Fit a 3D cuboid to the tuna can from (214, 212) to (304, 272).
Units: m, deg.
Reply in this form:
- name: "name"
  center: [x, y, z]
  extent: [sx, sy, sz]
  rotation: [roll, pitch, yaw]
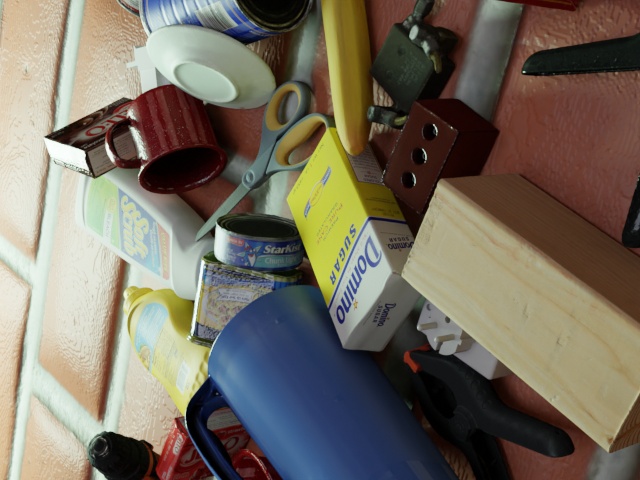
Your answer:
- name: "tuna can"
  center: [-0.057, 0.001, 0.999]
  extent: [0.086, 0.085, 0.034]
  rotation: [23, 112, 45]

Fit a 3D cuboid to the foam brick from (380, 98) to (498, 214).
- name: "foam brick"
  center: [0.094, -0.067, 0.848]
  extent: [0.053, 0.051, 0.078]
  rotation: [43, 124, 36]

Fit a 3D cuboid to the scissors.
- name: "scissors"
  center: [-0.063, -0.080, 1.028]
  extent: [0.202, 0.016, 0.096]
  rotation: [-28, 66, 36]

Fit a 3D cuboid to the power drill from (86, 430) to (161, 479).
- name: "power drill"
  center: [-0.160, 0.286, 1.100]
  extent: [0.057, 0.184, 0.188]
  rotation: [-36, 63, -2]

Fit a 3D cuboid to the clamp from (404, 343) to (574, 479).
- name: "clamp"
  center: [0.124, 0.154, 0.848]
  extent: [0.172, 0.039, 0.120]
  rotation: [44, 130, 44]

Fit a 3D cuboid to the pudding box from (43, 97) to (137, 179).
- name: "pudding box"
  center: [-0.228, -0.114, 1.160]
  extent: [0.090, 0.113, 0.039]
  rotation: [19, 135, 46]

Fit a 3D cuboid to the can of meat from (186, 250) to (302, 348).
- name: "can of meat"
  center: [-0.071, 0.062, 1.021]
  extent: [0.102, 0.057, 0.084]
  rotation: [12, 102, 13]

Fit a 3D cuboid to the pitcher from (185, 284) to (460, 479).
- name: "pitcher"
  center: [0.006, 0.164, 0.879]
  extent: [0.243, 0.144, 0.149]
  rotation: [50, 119, 40]

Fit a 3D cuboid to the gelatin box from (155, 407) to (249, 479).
- name: "gelatin box"
  center: [-0.117, 0.209, 1.084]
  extent: [0.030, 0.089, 0.073]
  rotation: [46, 126, 35]

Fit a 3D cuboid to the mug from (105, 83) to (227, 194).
- name: "mug"
  center: [-0.161, -0.103, 1.088]
  extent: [0.093, 0.117, 0.081]
  rotation: [116, 139, -59]

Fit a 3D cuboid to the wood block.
- name: "wood block"
  center: [0.166, 0.042, 0.750]
  extent: [0.206, 0.090, 0.090]
  rotation: [41, 124, 37]

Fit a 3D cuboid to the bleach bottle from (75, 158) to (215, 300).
- name: "bleach bottle"
  center: [-0.169, -0.011, 1.143]
  extent: [0.251, 0.067, 0.103]
  rotation: [30, 113, 40]

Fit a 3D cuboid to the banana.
- name: "banana"
  center: [0.020, -0.170, 0.914]
  extent: [0.037, 0.069, 0.198]
  rotation: [-7, 92, 18]

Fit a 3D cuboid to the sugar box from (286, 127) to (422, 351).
- name: "sugar box"
  center: [0.028, -0.003, 0.901]
  extent: [0.093, 0.048, 0.176]
  rotation: [-59, 35, 36]

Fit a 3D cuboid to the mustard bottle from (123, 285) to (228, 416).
- name: "mustard bottle"
  center: [-0.157, 0.107, 1.143]
  extent: [0.192, 0.058, 0.096]
  rotation: [41, 124, 38]

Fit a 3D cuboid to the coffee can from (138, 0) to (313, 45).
- name: "coffee can"
  center: [-0.090, -0.230, 0.999]
  extent: [0.141, 0.102, 0.103]
  rotation: [-7, 89, 48]
